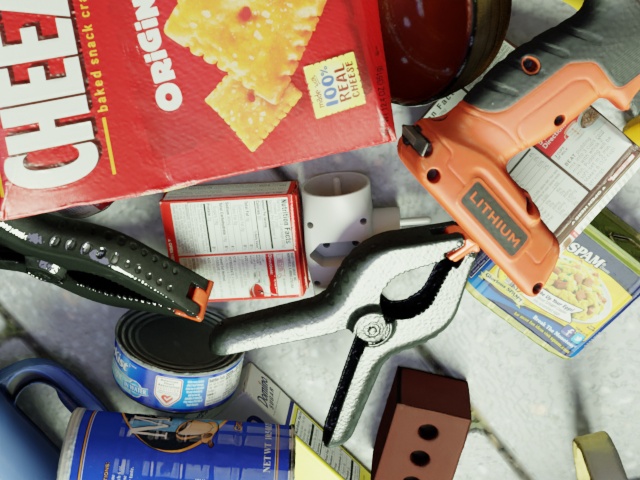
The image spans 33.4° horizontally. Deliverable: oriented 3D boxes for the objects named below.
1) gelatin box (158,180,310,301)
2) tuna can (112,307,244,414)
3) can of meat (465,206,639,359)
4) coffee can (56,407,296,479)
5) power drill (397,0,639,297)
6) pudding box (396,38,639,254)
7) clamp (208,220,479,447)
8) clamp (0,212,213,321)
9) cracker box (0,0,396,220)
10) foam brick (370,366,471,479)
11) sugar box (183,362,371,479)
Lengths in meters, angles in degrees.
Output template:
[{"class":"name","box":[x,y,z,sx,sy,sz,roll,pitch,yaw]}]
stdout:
[{"class":"gelatin box","box":[-0.054,0.001,0.692,0.089,0.030,0.073,-3,113,7]},{"class":"tuna can","box":[-0.093,0.076,0.699,0.086,0.086,0.034,11,116,-1]},{"class":"can of meat","box":[0.148,0.015,0.668,0.102,0.057,0.084,36,114,-11]},{"class":"coffee can","box":[-0.090,0.162,0.674,0.140,0.103,0.103,5,115,-4]},{"class":"power drill","box":[0.147,-0.062,0.536,0.188,0.057,0.184,-44,107,6]},{"class":"pudding box","box":[0.114,-0.051,0.613,0.114,0.039,0.090,45,101,25]},{"class":"clamp","box":[0.018,0.044,0.652,0.120,0.039,0.172,33,107,-28]},{"class":"clamp","box":[-0.172,0.007,0.664,0.209,0.036,0.165,21,159,-13]},{"class":"cracker box","box":[-0.077,-0.112,0.544,0.213,0.072,0.164,-13,104,-18]},{"class":"foam brick","box":[0.068,0.135,0.731,0.053,0.051,0.078,12,115,-1]},{"class":"sugar box","box":[-0.022,0.179,0.762,0.176,0.048,0.093,43,111,-15]}]
